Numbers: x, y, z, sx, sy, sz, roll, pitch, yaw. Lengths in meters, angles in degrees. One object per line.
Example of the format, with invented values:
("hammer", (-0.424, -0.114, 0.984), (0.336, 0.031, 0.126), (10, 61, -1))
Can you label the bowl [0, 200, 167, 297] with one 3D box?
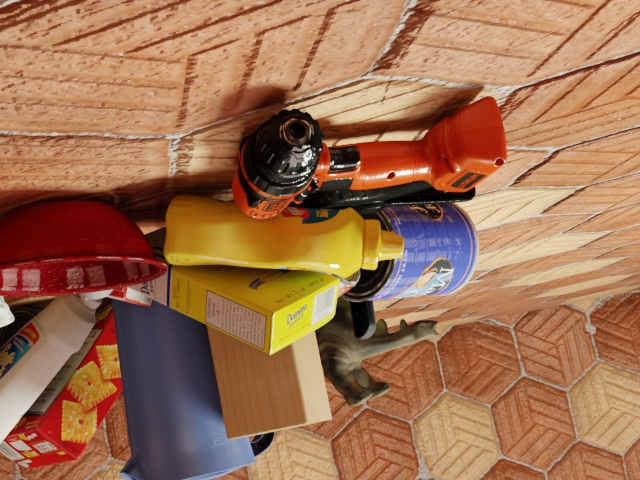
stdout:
("bowl", (-0.205, 0.005, 0.853), (0.162, 0.055, 0.162), (-7, 169, -1))

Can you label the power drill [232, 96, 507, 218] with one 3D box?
("power drill", (0.033, -0.063, 0.766), (0.187, 0.057, 0.185), (-7, 173, -12))

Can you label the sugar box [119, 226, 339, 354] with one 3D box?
("sugar box", (-0.081, 0.034, 0.917), (0.176, 0.048, 0.093), (23, -151, 30))

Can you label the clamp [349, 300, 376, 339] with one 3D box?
("clamp", (0.024, 0.022, 1.140), (0.039, 0.120, 0.171), (-38, -166, 28))

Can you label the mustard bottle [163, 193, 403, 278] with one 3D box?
("mustard bottle", (-0.028, -0.002, 0.874), (0.191, 0.058, 0.096), (5, -175, 0))

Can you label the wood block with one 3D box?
("wood block", (-0.061, 0.095, 1.113), (0.090, 0.206, 0.090), (-14, 170, 16))

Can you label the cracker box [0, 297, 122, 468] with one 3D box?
("cracker box", (-0.297, 0.173, 1.315), (0.164, 0.072, 0.213), (-23, -150, 50))

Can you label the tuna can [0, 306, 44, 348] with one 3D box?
("tuna can", (-0.352, 0.122, 1.287), (0.086, 0.086, 0.033), (-15, 172, 22))

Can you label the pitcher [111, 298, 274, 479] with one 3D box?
("pitcher", (-0.148, 0.141, 1.167), (0.145, 0.243, 0.149), (-13, 170, 11))

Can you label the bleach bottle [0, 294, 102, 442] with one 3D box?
("bleach bottle", (-0.337, 0.141, 1.218), (0.068, 0.103, 0.251), (38, 99, -28))

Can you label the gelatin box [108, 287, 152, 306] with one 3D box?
("gelatin box", (-0.215, 0.042, 1.080), (0.073, 0.030, 0.089), (12, 174, 11))

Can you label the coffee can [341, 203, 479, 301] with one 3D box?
("coffee can", (0.080, 0.008, 1.088), (0.103, 0.103, 0.140), (-20, 167, 41))

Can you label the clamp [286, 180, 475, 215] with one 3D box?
("clamp", (0.046, -0.045, 0.931), (0.210, 0.036, 0.164), (-9, 171, -3))
